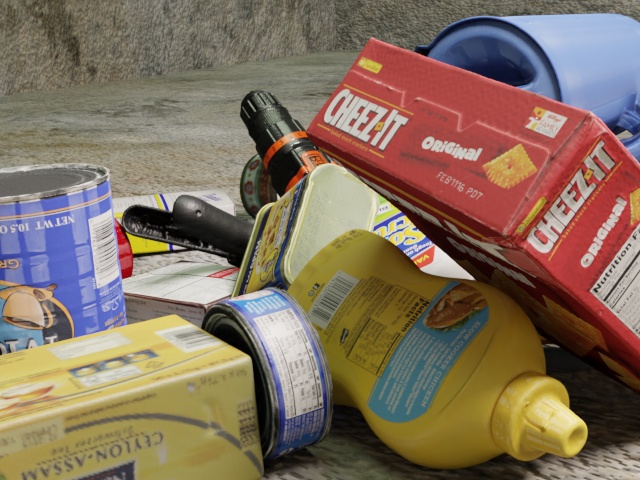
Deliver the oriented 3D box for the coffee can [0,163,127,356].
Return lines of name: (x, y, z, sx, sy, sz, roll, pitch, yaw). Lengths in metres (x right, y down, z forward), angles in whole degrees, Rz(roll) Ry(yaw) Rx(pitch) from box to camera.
coffee can: (-0.165, 0.033, 0.619, 0.103, 0.140, 0.103, -4, 14, 1)

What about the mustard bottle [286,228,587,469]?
mustard bottle: (0.056, 0.062, 0.546, 0.192, 0.058, 0.096, 25, 74, 49)

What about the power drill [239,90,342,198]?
power drill: (0.030, -0.079, 1.028, 0.187, 0.057, 0.184, -12, 59, -36)

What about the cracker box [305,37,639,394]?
cracker box: (0.114, -0.002, 0.551, 0.213, 0.072, 0.164, 37, -3, -38)

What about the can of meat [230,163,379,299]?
can of meat: (-0.010, 0.009, 0.696, 0.057, 0.102, 0.084, 25, -29, -17)

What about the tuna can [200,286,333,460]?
tuna can: (-0.030, 0.069, 0.550, 0.033, 0.086, 0.086, -14, 17, -29)

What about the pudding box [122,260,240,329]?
pudding box: (-0.091, 0.045, 0.763, 0.114, 0.039, 0.089, 4, 16, 38)

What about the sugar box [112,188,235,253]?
sugar box: (-0.173, -0.015, 1.019, 0.176, 0.048, 0.093, -3, 13, -11)

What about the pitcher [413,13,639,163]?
pitcher: (0.201, -0.121, 0.886, 0.145, 0.149, 0.242, -19, 1, 42)

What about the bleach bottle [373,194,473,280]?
bleach bottle: (0.063, 0.023, 0.715, 0.102, 0.068, 0.251, -18, 22, 3)

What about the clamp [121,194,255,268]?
clamp: (-0.055, 0.001, 0.789, 0.171, 0.039, 0.120, 14, -4, -19)
